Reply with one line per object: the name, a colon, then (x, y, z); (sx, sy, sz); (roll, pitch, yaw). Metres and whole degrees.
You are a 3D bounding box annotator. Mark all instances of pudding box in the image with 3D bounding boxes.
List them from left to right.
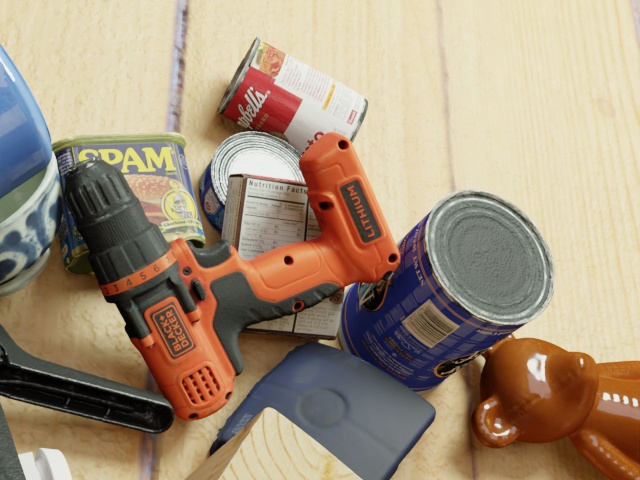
pudding box: (-0.026, 0.012, 0.766); (0.089, 0.039, 0.113); (7, 88, -22)

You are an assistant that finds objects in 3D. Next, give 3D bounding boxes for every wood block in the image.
wood block: (-0.054, 0.182, 0.581); (0.090, 0.206, 0.090); (39, 52, -3)

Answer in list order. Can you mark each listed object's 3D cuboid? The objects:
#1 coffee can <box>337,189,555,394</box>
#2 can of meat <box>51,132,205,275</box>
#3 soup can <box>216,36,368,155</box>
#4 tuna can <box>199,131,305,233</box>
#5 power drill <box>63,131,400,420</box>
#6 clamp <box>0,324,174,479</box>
coffee can: (0.087, 0.041, 0.771); (0.102, 0.141, 0.103); (12, 58, -21)
can of meat: (-0.137, -0.025, 0.749); (0.101, 0.058, 0.084); (-5, 69, -28)
soup can: (-0.022, -0.107, 0.845); (0.102, 0.069, 0.068); (28, 54, -11)
tuna can: (-0.048, -0.038, 0.814); (0.086, 0.034, 0.086); (12, 59, -21)
power drill: (-0.055, 0.001, 0.704); (0.187, 0.057, 0.184); (-28, 104, -13)
clamp: (-0.204, 0.083, 0.626); (0.210, 0.036, 0.164); (29, 19, 7)
